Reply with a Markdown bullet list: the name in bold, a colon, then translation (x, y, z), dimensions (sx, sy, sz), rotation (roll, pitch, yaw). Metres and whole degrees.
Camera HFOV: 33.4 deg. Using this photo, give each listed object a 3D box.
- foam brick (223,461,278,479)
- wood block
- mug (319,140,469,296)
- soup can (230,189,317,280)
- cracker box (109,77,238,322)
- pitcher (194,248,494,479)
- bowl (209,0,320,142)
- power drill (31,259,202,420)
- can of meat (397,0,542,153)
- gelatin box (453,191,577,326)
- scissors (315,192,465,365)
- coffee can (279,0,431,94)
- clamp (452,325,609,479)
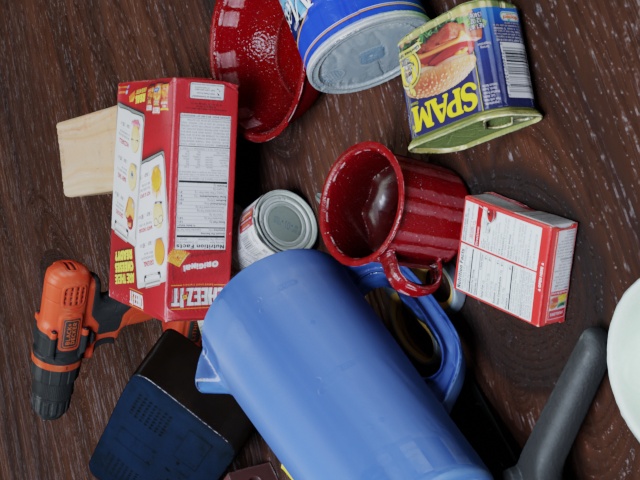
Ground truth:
- **foam brick**: translation (-0.066, 0.273, 1.072), dimensions (0.078, 0.052, 0.051), rotation (63, 140, 26)
- **wood block**: translation (-0.206, -0.100, 1.175), dimensions (0.207, 0.090, 0.090), rotation (-2, 95, 55)
- **mug**: translation (0.062, -0.012, 0.800), dimensions (0.093, 0.081, 0.117), rotation (-40, 54, 39)
- **soup can**: translation (-0.057, 0.001, 0.998), dimensions (0.102, 0.068, 0.068), rotation (-34, 68, 52)
- **cracker box**: translation (-0.138, -0.042, 0.996), dimensions (0.164, 0.072, 0.214), rotation (11, 100, 61)
- **pitcher**: translation (0.027, 0.118, 0.776), dimensions (0.243, 0.144, 0.149), rotation (50, 122, 43)
- **bowl**: translation (-0.038, -0.170, 0.953), dimensions (0.162, 0.055, 0.162), rotation (13, 107, 53)
- **power drill**: translation (-0.215, 0.102, 1.138), dimensions (0.057, 0.187, 0.184), rotation (40, 125, 43)
- **can of meat**: translation (0.103, -0.115, 0.762), dimensions (0.102, 0.057, 0.084), rotation (-18, 78, 54)
- **gelatin box**: translation (0.137, 0.012, 0.757), dimensions (0.089, 0.030, 0.073), rotation (26, 118, 51)
- **scissors**: translation (0.058, 0.009, 0.881), dimensions (0.096, 0.016, 0.202), rotation (-55, 53, 41)
- **coffee can**: translation (0.016, -0.200, 0.828), dimensions (0.103, 0.102, 0.140), rotation (-42, 62, 50)
- **clamp**: translation (0.143, 0.163, 0.729), dimensions (0.165, 0.036, 0.210), rotation (-34, 49, 51)
